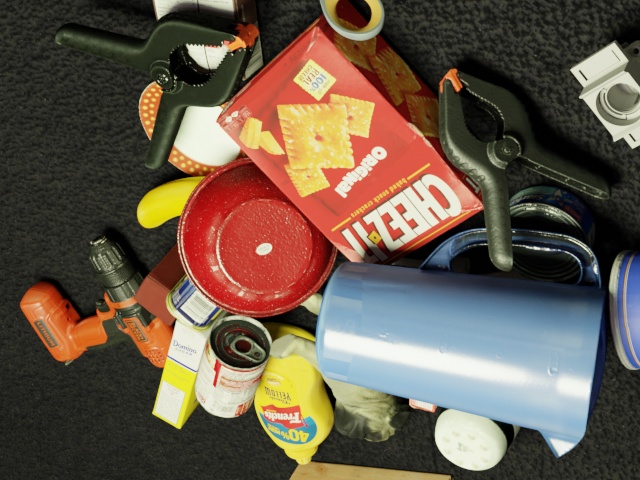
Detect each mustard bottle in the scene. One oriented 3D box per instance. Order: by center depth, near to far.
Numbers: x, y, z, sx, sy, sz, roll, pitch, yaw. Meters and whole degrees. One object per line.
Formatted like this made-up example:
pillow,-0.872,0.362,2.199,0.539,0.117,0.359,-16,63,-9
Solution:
mustard bottle,-0.032,0.185,1.228,0.096,0.058,0.191,10,130,26

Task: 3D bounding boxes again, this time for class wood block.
wood block,0.060,0.332,1.268,0.206,0.090,0.091,-1,125,31

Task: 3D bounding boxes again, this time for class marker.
marker,0.087,0.019,1.051,0.121,0.020,0.020,7,128,27

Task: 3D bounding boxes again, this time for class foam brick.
foam brick,-0.160,0.045,1.178,0.053,0.078,0.051,38,133,-1

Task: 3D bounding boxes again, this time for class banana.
banana,-0.134,-0.037,1.112,0.198,0.037,0.069,-1,140,37

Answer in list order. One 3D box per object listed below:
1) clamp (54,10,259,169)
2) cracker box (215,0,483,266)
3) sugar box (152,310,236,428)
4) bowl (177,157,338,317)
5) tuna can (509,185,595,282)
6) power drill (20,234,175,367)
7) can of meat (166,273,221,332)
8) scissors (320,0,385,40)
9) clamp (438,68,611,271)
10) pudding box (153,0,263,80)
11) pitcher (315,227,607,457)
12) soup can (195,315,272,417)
clamp,-0.144,-0.162,0.977,0.210,0.036,0.164,-23,114,43
cracker box,0.032,-0.085,0.964,0.213,0.072,0.164,46,135,-10
sugar box,-0.140,0.128,1.222,0.048,0.093,0.176,30,135,6
bowl,-0.057,0.001,1.031,0.162,0.055,0.162,-1,100,-8
tuna can,0.201,-0.006,0.952,0.086,0.033,0.086,16,132,19
power drill,-0.272,0.080,1.287,0.188,0.057,0.184,-7,120,35
can of meat,-0.105,0.035,1.122,0.057,0.102,0.084,41,133,-4
scissors,-0.015,-0.222,0.885,0.202,0.096,0.016,14,172,19
clamp,0.148,-0.062,0.892,0.171,0.120,0.039,46,165,3
pudding box,-0.105,-0.207,0.973,0.090,0.039,0.113,12,129,24
pitcher,0.126,0.077,0.932,0.243,0.149,0.145,9,137,15
soup can,-0.094,0.136,1.141,0.068,0.068,0.102,29,138,8
